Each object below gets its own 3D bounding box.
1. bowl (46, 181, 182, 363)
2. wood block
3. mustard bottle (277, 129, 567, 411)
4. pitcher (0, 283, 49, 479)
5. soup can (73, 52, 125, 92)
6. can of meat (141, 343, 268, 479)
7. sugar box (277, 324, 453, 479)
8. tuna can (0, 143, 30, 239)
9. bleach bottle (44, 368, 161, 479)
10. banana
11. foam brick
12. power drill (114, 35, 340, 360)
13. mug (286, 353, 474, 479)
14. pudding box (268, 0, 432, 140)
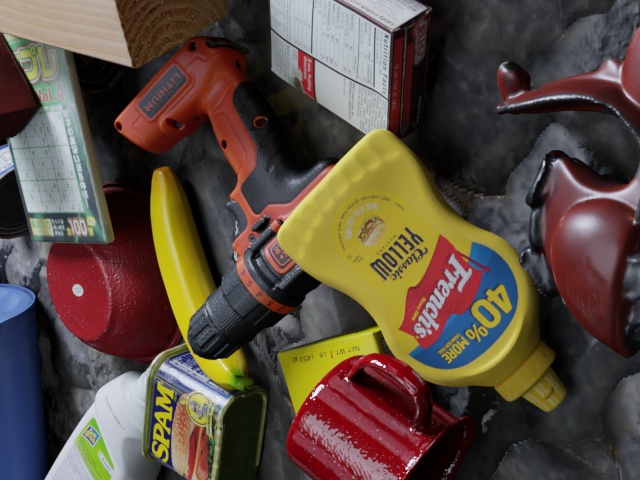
[{"bbox_3d":[-0.184,0.034,0.906,0.162,0.055,0.162,14,111,41],"label":"bowl"},{"bbox_3d":[-0.173,-0.193,0.734,0.206,0.090,0.091,20,135,37],"label":"wood block"},{"bbox_3d":[0.072,0.030,0.639,0.191,0.058,0.096,44,98,3],"label":"mustard bottle"},{"bbox_3d":[-0.332,0.168,1.044,0.145,0.149,0.243,6,109,27],"label":"pitcher"},{"bbox_3d":[-0.216,-0.153,0.875,0.102,0.068,0.068,4,104,43],"label":"soup can"},{"bbox_3d":[-0.092,0.146,0.849,0.084,0.057,0.102,24,117,35],"label":"can of meat"},{"bbox_3d":[0.038,0.149,0.733,0.094,0.048,0.176,-18,87,41],"label":"sugar box"},{"bbox_3d":[-0.270,-0.044,0.943,0.034,0.085,0.086,44,128,28],"label":"tuna can"},{"bbox_3d":[-0.184,0.205,0.950,0.103,0.067,0.251,50,128,21],"label":"bleach bottle"},{"bbox_3d":[-0.093,0.038,0.825,0.070,0.037,0.198,-53,56,48],"label":"banana"},{"bbox_3d":[-0.265,-0.119,0.825,0.051,0.052,0.078,-37,78,47],"label":"foam brick"},{"bbox_3d":[-0.063,-0.033,0.744,0.185,0.057,0.188,-43,73,20],"label":"power drill"},{"bbox_3d":[0.035,0.115,0.641,0.082,0.093,0.117,34,138,26],"label":"mug"},{"bbox_3d":[0.016,-0.124,0.666,0.114,0.039,0.090,36,145,29],"label":"pudding box"}]
